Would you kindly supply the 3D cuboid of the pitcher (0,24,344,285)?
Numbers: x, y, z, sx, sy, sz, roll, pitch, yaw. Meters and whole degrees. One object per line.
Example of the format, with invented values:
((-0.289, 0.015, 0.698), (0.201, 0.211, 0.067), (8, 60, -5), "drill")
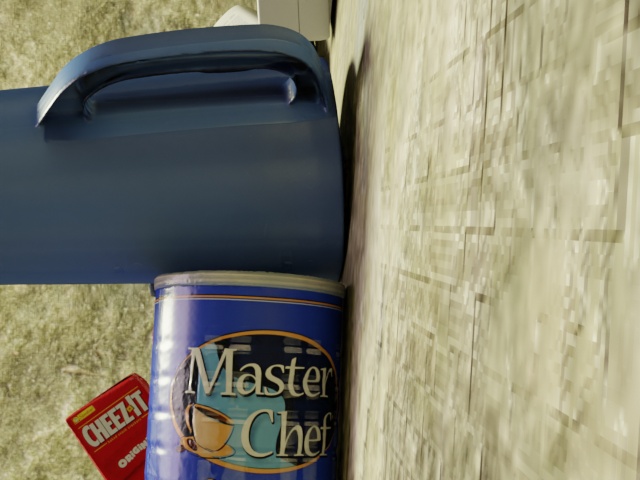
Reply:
((-0.107, -0.042, 0.613), (0.145, 0.242, 0.149), (-131, 38, -80), "pitcher")

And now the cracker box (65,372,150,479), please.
((-0.103, 0.216, 0.840), (0.214, 0.072, 0.164), (53, 167, 10), "cracker box")

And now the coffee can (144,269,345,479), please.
((-0.040, 0.091, 0.564), (0.103, 0.102, 0.140), (117, 156, -81), "coffee can")
